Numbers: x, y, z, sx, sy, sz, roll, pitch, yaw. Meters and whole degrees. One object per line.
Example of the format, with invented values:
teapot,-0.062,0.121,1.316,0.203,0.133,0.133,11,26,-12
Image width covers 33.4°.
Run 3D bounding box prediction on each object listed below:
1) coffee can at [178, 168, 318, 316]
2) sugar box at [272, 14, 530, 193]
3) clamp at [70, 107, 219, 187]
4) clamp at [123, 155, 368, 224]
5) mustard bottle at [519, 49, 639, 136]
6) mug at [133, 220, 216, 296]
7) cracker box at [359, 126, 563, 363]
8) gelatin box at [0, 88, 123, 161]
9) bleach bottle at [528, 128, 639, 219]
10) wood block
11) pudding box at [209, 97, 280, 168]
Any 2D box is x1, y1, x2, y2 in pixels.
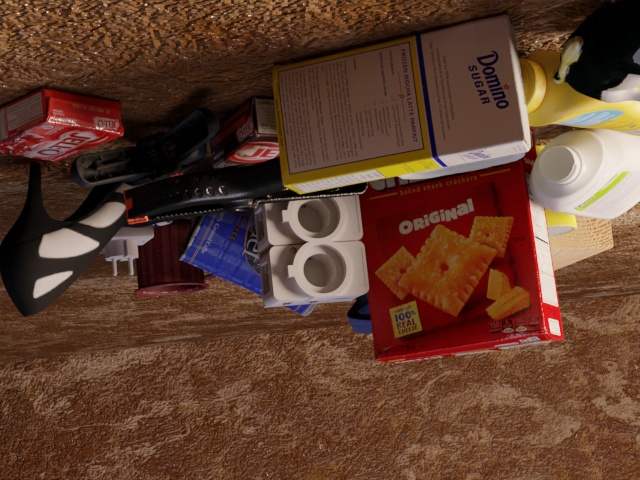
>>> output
coffee can,-0.057,0.001,1.065,0.140,0.102,0.103,25,164,-10
sugar box,0.056,-0.094,0.763,0.176,0.093,0.048,-8,171,15
clamp,-0.145,-0.068,0.887,0.120,0.039,0.171,-16,176,-9
clamp,-0.061,-0.044,0.905,0.210,0.036,0.164,-10,173,16
mustard bottle,0.208,-0.115,0.838,0.191,0.058,0.096,0,-178,-33
mug,-0.178,0.022,1.330,0.117,0.081,0.093,0,169,-32
cracker box,0.123,-0.002,0.986,0.164,0.214,0.072,-11,168,24
gelatin box,-0.208,-0.087,0.822,0.089,0.030,0.073,-14,168,38
bleach bottle,0.251,-0.068,0.968,0.103,0.068,0.250,-46,162,19
wood block,0.292,-0.015,1.390,0.090,0.091,0.206,-2,170,-11
pudding box,-0.026,-0.088,0.909,0.113,0.039,0.090,-1,169,-29
